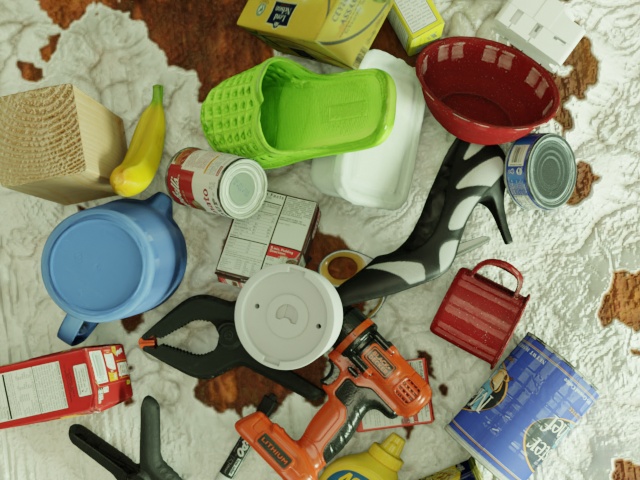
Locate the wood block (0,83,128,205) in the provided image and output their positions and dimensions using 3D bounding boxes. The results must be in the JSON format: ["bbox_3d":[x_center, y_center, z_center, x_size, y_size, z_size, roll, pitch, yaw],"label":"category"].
[{"bbox_3d":[-0.270,-0.097,1.135,0.090,0.206,0.091,-11,87,2],"label":"wood block"}]

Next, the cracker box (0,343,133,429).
[{"bbox_3d":[-0.326,0.167,1.148,0.213,0.164,0.072,-13,86,2],"label":"cracker box"}]

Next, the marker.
[{"bbox_3d":[-0.083,0.226,1.204,0.020,0.020,0.121,31,90,4],"label":"marker"}]

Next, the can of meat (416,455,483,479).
[{"bbox_3d":[0.139,0.278,1.149,0.084,0.102,0.057,-22,87,4],"label":"can of meat"}]

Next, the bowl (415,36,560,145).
[{"bbox_3d":[0.175,-0.154,1.166,0.162,0.055,0.162,7,45,-8],"label":"bowl"}]

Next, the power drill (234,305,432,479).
[{"bbox_3d":[-0.002,0.161,1.153,0.187,0.057,0.184,-44,79,-3],"label":"power drill"}]

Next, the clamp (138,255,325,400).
[{"bbox_3d":[-0.098,0.095,1.202,0.210,0.036,0.164,1,86,-1],"label":"clamp"}]

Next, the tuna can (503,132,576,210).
[{"bbox_3d":[0.242,-0.076,1.169,0.085,0.034,0.086,-3,94,-38],"label":"tuna can"}]

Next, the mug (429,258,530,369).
[{"bbox_3d":[0.175,0.072,1.157,0.081,0.093,0.117,27,119,8],"label":"mug"}]

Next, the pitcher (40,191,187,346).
[{"bbox_3d":[-0.218,0.030,1.108,0.145,0.243,0.149,-11,92,-2],"label":"pitcher"}]

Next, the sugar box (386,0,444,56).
[{"bbox_3d":[0.076,-0.296,1.182,0.048,0.093,0.176,-26,87,1],"label":"sugar box"}]

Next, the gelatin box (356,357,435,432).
[{"bbox_3d":[0.079,0.172,1.192,0.089,0.030,0.073,-8,86,3],"label":"gelatin box"}]

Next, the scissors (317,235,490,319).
[{"bbox_3d":[0.084,0.020,1.206,0.202,0.016,0.096,-36,86,1],"label":"scissors"}]

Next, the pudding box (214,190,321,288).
[{"bbox_3d":[-0.058,0.001,1.185,0.090,0.039,0.113,14,68,11],"label":"pudding box"}]

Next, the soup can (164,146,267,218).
[{"bbox_3d":[-0.114,-0.063,1.169,0.102,0.068,0.068,15,88,47],"label":"soup can"}]

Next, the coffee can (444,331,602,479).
[{"bbox_3d":[0.217,0.184,1.148,0.103,0.103,0.140,41,90,4],"label":"coffee can"}]

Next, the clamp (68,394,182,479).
[{"bbox_3d":[-0.208,0.259,1.190,0.120,0.039,0.171,-13,101,27],"label":"clamp"}]

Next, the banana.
[{"bbox_3d":[-0.200,-0.095,1.166,0.037,0.197,0.069,-4,127,7],"label":"banana"}]

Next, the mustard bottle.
[{"bbox_3d":[0.034,0.295,1.175,0.096,0.058,0.191,34,89,9],"label":"mustard bottle"}]
